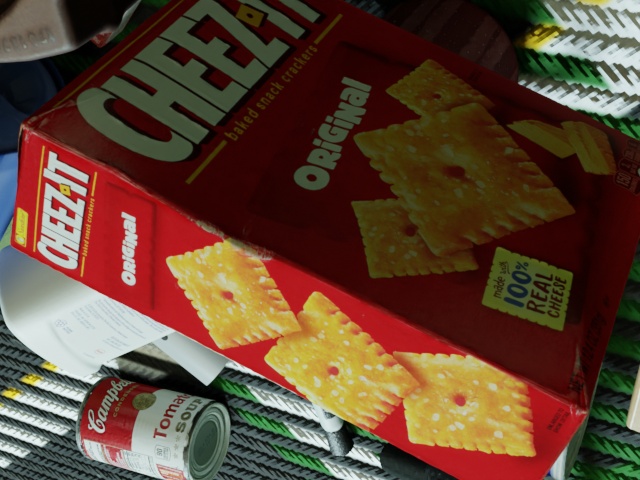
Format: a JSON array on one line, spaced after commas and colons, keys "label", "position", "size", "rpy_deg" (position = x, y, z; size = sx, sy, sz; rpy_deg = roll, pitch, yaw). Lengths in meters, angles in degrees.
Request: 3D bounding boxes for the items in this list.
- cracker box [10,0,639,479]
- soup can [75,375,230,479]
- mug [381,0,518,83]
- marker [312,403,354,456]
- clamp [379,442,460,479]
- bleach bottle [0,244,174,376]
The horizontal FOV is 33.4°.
[{"label": "cracker box", "position": [0.015, -0.019, 0.423], "size": [0.214, 0.164, 0.072], "rpy_deg": [27, 133, 8]}, {"label": "soup can", "position": [-0.130, 0.149, 0.837], "size": [0.102, 0.068, 0.068], "rpy_deg": [9, 130, 24]}, {"label": "mug", "position": [0.061, -0.065, 0.534], "size": [0.117, 0.081, 0.093], "rpy_deg": [30, 135, 6]}, {"label": "marker", "position": [0.000, 0.108, 0.760], "size": [0.020, 0.020, 0.121], "rpy_deg": [1, 127, 30]}, {"label": "clamp", "position": [0.119, 0.166, 0.666], "size": [0.164, 0.036, 0.210], "rpy_deg": [24, 169, 4]}, {"label": "bleach bottle", "position": [-0.054, 0.001, 0.620], "size": [0.251, 0.068, 0.102], "rpy_deg": [-21, 151, 10]}]
